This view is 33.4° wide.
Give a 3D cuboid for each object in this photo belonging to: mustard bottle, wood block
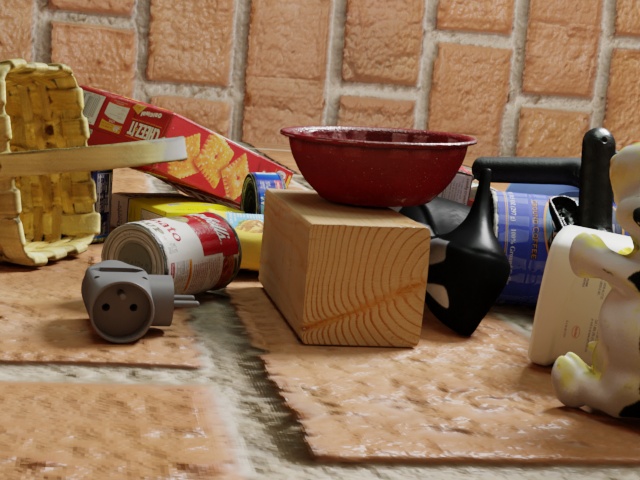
[{"bbox_3d":[-0.057,0.002,1.014,0.191,0.058,0.096,4,14,-8],"label":"mustard bottle"},{"bbox_3d":[0.012,0.016,0.856,0.090,0.090,0.206,3,9,-13],"label":"wood block"}]

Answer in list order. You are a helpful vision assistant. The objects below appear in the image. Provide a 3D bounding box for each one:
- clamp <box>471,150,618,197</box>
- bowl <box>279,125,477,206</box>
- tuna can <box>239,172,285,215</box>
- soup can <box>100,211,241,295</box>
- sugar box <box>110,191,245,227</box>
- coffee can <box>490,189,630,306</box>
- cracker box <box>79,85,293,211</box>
[{"bbox_3d":[0.272,-0.069,1.015,0.164,0.036,0.210,-14,17,-34],"label":"clamp"},{"bbox_3d":[0.046,-0.061,0.875,0.162,0.055,0.162,2,10,-1],"label":"bowl"},{"bbox_3d":[-0.061,-0.030,1.132,0.033,0.086,0.086,1,9,-16],"label":"tuna can"},{"bbox_3d":[-0.120,0.014,0.866,0.069,0.068,0.102,10,11,30],"label":"soup can"},{"bbox_3d":[-0.161,-0.024,1.174,0.093,0.048,0.176,0,11,-30],"label":"sugar box"},{"bbox_3d":[0.217,0.011,0.953,0.140,0.103,0.103,5,9,2],"label":"coffee can"},{"bbox_3d":[-0.161,-0.095,1.214,0.164,0.072,0.213,19,-3,37],"label":"cracker box"}]
